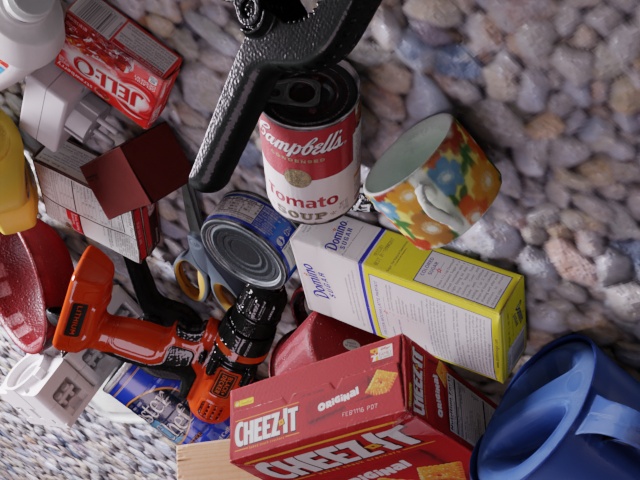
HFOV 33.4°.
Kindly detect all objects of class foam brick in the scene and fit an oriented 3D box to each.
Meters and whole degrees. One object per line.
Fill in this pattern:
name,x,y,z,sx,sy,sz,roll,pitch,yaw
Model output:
foam brick,-0.149,-0.056,0.867,0.078,0.051,0.053,-13,107,52

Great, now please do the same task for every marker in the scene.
marker,0.029,-0.030,0.773,0.121,0.020,0.020,4,138,42

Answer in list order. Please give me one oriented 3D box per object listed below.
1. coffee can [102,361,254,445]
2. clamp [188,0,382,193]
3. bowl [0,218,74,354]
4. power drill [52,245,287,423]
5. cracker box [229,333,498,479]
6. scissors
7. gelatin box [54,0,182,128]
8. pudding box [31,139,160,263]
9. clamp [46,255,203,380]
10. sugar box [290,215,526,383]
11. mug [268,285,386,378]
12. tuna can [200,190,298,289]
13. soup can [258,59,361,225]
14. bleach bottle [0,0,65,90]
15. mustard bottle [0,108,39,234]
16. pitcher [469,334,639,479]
coffee can,-0.141,0.157,1.118,0.140,0.102,0.103,38,150,-6
clamp,-0.036,-0.141,0.626,0.210,0.036,0.164,-31,74,42
bowl,-0.299,0.034,1.110,0.162,0.055,0.162,27,126,44
power drill,-0.137,0.074,0.965,0.187,0.057,0.185,23,126,-5
cracker box,0.054,0.168,0.862,0.164,0.072,0.213,-22,140,28
scissors,-0.093,0.013,0.952,0.096,0.016,0.202,34,150,7
gelatin box,-0.151,-0.132,0.794,0.089,0.030,0.073,36,150,-2
pudding box,-0.202,-0.037,0.970,0.113,0.039,0.090,25,147,13
clamp,-0.179,0.084,1.039,0.120,0.039,0.171,-37,100,15
sugar box,0.067,0.040,0.809,0.176,0.048,0.093,22,147,27
mug,0.008,0.090,0.908,0.117,0.093,0.082,67,150,18
tuna can,-0.056,0.001,0.884,0.086,0.033,0.086,25,148,16
soup can,-0.007,-0.066,0.709,0.068,0.068,0.102,24,148,18
bleach bottle,-0.246,-0.159,0.769,0.102,0.068,0.251,50,157,-20
mustard bottle,-0.282,-0.068,0.920,0.192,0.058,0.096,136,116,-75
pitcher,0.241,0.186,0.761,0.242,0.149,0.145,36,115,-9
